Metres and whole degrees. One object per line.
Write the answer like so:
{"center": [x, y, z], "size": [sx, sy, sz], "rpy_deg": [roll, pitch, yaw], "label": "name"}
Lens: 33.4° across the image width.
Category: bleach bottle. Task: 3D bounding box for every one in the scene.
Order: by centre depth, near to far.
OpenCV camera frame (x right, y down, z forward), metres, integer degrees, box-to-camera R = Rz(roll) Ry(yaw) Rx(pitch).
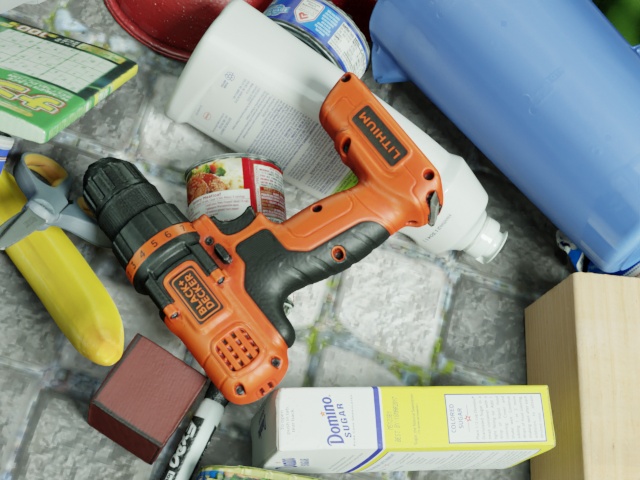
{"center": [0.018, -0.060, 0.753], "size": [0.250, 0.103, 0.068], "rpy_deg": [34, 52, -6], "label": "bleach bottle"}

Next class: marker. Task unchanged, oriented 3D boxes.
{"center": [-0.083, 0.134, 0.688], "size": [0.020, 0.020, 0.121], "rpy_deg": [27, 66, -2], "label": "marker"}

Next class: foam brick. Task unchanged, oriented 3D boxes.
{"center": [-0.109, 0.100, 0.663], "size": [0.051, 0.078, 0.053], "rpy_deg": [33, 68, 0], "label": "foam brick"}

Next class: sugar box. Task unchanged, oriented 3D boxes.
{"center": [0.049, 0.121, 0.684], "size": [0.176, 0.093, 0.048], "rpy_deg": [4, 68, -12], "label": "sugar box"}

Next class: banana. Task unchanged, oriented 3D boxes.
{"center": [-0.174, 0.016, 0.674], "size": [0.037, 0.069, 0.198], "rpy_deg": [-43, 64, 0], "label": "banana"}

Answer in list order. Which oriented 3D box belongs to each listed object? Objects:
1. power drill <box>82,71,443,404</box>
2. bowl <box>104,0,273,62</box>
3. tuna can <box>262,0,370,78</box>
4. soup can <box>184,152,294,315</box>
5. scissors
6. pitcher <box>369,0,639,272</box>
{"center": [-0.033, -0.020, 0.659], "size": [0.187, 0.057, 0.184], "rpy_deg": [-37, 74, -6], "label": "power drill"}
{"center": [-0.086, -0.215, 0.802], "size": [0.162, 0.055, 0.162], "rpy_deg": [5, 68, -12], "label": "bowl"}
{"center": [-0.009, -0.138, 0.773], "size": [0.086, 0.086, 0.033], "rpy_deg": [35, 67, 1], "label": "tuna can"}
{"center": [-0.055, 0.001, 0.719], "size": [0.068, 0.069, 0.102], "rpy_deg": [-1, 70, -14], "label": "soup can"}
{"center": [-0.156, -0.008, 0.652], "size": [0.096, 0.202, 0.016], "rpy_deg": [36, 99, -23], "label": "scissors"}
{"center": [0.161, -0.107, 0.717], "size": [0.144, 0.149, 0.243], "rpy_deg": [-30, 71, -27], "label": "pitcher"}
